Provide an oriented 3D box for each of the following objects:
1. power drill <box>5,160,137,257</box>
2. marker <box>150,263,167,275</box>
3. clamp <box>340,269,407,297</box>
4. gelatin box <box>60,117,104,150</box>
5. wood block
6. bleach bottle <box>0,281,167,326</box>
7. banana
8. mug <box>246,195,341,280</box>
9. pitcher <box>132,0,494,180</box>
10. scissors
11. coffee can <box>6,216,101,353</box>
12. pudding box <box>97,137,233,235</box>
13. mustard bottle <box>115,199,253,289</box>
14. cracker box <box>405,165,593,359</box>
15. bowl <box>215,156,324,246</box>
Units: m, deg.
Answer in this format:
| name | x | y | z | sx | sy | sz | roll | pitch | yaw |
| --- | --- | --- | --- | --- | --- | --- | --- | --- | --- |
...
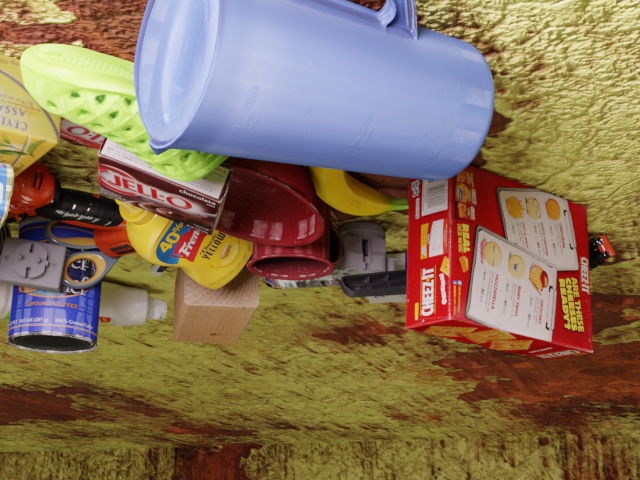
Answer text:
| name | x | y | z | sx | sy | sz | roll | pitch | yaw |
| --- | --- | --- | --- | --- | --- | --- | --- | --- | --- |
| power drill | -0.280 | -0.028 | 1.127 | 0.187 | 0.057 | 0.185 | 15 | 164 | -39 |
| marker | -0.192 | 0.020 | 1.331 | 0.020 | 0.020 | 0.121 | 7 | 161 | -18 |
| clamp | 0.136 | 0.033 | 1.221 | 0.165 | 0.036 | 0.209 | -39 | 145 | 17 |
| gelatin box | -0.187 | -0.105 | 0.928 | 0.073 | 0.030 | 0.089 | -14 | 157 | 39 |
| wood block | -0.136 | 0.066 | 1.360 | 0.090 | 0.090 | 0.206 | 3 | 162 | -11 |
| bleach bottle | -0.330 | 0.082 | 1.467 | 0.250 | 0.068 | 0.103 | 8 | 161 | -28 |
| banana | 0.023 | -0.062 | 1.047 | 0.070 | 0.037 | 0.197 | -24 | 156 | 16 |
| mug | -0.021 | -0.006 | 1.142 | 0.117 | 0.081 | 0.093 | 16 | 157 | -38 |
| pitcher | 0.005 | -0.119 | 0.745 | 0.242 | 0.145 | 0.149 | 8 | 173 | -31 |
| scissors | -0.216 | 0.018 | 1.222 | 0.201 | 0.096 | 0.016 | 11 | 157 | -18 |
| coffee can | -0.306 | 0.053 | 1.244 | 0.103 | 0.140 | 0.103 | 1 | 162 | 0 |
| pudding box | -0.137 | -0.052 | 0.930 | 0.113 | 0.039 | 0.090 | 19 | 161 | -4 |
| mustard bottle | -0.145 | -0.016 | 1.105 | 0.058 | 0.096 | 0.191 | 39 | -175 | 35 |
| cracker box | 0.184 | 0.025 | 1.096 | 0.213 | 0.164 | 0.072 | 15 | 159 | -37 |
| bowl | -0.067 | -0.055 | 1.002 | 0.162 | 0.055 | 0.162 | 15 | 158 | 6 |
